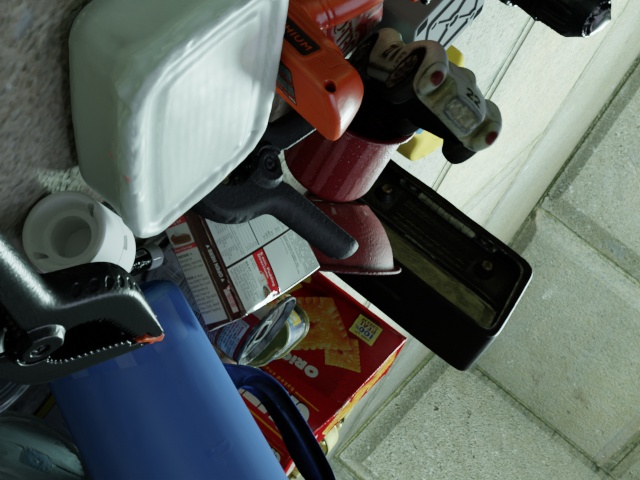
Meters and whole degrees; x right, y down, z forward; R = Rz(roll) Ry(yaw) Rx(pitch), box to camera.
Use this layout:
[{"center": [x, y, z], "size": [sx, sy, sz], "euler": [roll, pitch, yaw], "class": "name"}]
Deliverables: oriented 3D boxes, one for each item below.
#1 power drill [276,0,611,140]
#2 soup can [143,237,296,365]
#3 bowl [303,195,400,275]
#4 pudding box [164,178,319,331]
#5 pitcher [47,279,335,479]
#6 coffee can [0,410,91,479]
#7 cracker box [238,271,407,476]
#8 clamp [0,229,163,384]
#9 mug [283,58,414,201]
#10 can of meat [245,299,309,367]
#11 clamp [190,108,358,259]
[{"center": [0.054, -0.144, 0.644], "size": [0.187, 0.185, 0.057], "euler": [-38, 152, -16], "class": "power drill"}, {"center": [-0.079, 0.040, 0.834], "size": [0.068, 0.102, 0.068], "euler": [-48, 167, -15], "class": "soup can"}, {"center": [-0.008, -0.009, 0.913], "size": [0.162, 0.162, 0.055], "euler": [-8, 105, -72], "class": "bowl"}, {"center": [-0.055, 0.001, 0.761], "size": [0.039, 0.090, 0.113], "euler": [-19, -172, 32], "class": "pudding box"}, {"center": [-0.091, 0.150, 0.753], "size": [0.145, 0.243, 0.149], "euler": [-24, -173, 8], "class": "pitcher"}, {"center": [-0.235, 0.206, 0.759], "size": [0.140, 0.103, 0.102], "euler": [-54, 167, 15], "class": "coffee can"}, {"center": [-0.039, 0.117, 1.053], "size": [0.213, 0.164, 0.072], "euler": [-38, 160, -47], "class": "cracker box"}, {"center": [-0.156, 0.039, 0.568], "size": [0.209, 0.036, 0.165], "euler": [-2, 143, -52], "class": "clamp"}, {"center": [0.029, -0.089, 0.871], "size": [0.117, 0.093, 0.082], "euler": [-22, 156, -40], "class": "mug"}, {"center": [-0.063, 0.059, 0.918], "size": [0.057, 0.102, 0.084], "euler": [-44, 175, 6], "class": "can of meat"}, {"center": [-0.039, -0.059, 0.723], "size": [0.171, 0.120, 0.039], "euler": [14, 158, -40], "class": "clamp"}]
